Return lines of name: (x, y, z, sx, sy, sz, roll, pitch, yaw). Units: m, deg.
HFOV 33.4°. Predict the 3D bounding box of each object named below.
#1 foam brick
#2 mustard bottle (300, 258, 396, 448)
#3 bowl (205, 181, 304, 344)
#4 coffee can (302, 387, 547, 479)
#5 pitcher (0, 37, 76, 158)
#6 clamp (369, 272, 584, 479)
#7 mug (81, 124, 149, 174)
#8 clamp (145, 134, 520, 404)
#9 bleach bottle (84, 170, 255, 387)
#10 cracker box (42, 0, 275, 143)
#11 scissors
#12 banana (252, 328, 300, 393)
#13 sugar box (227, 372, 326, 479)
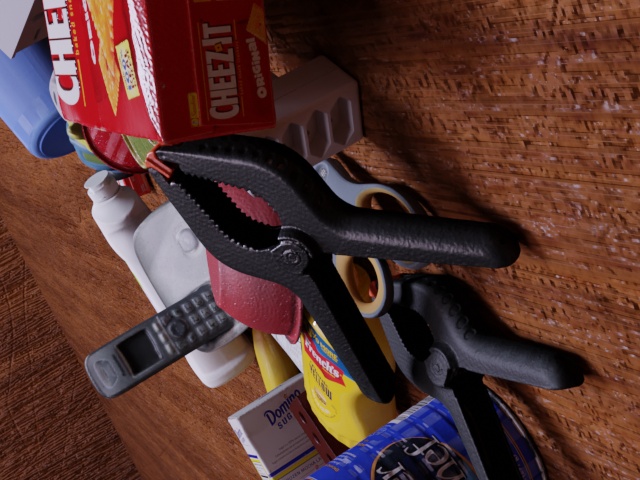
foam brick: (0.017, 0.162, 0.941, 0.078, 0.051, 0.053, 55, 160, 12)
mustard bottle: (0.019, 0.077, 0.806, 0.096, 0.058, 0.192, 52, 159, 34)
bowl: (-0.055, 0.001, 0.798, 0.162, 0.055, 0.162, 173, 90, -79)
coffee can: (0.063, 0.169, 0.704, 0.103, 0.140, 0.103, 49, 158, 28)
pitcher: (-0.329, -0.209, 1.174, 0.243, 0.149, 0.145, 51, 144, 14)
clamp: (0.086, 0.085, 0.654, 0.172, 0.039, 0.120, 42, 128, 48)
mug: (-0.152, -0.124, 0.915, 0.082, 0.093, 0.117, 141, 135, -66)
clamp: (-0.001, -0.004, 0.610, 0.210, 0.036, 0.165, 37, 133, -5)
bleach bottle: (-0.163, 0.035, 1.114, 0.250, 0.068, 0.103, 59, 170, -29)
cracker box: (-0.104, -0.145, 0.604, 0.214, 0.072, 0.164, 19, 117, 61)
scissors: (0.005, -0.024, 0.709, 0.202, 0.016, 0.096, 39, 120, 44)
banana: (-0.038, 0.161, 1.096, 0.070, 0.037, 0.198, 44, 155, 35)
sugar box: (-0.004, 0.220, 1.014, 0.176, 0.093, 0.048, 60, 161, 2)
